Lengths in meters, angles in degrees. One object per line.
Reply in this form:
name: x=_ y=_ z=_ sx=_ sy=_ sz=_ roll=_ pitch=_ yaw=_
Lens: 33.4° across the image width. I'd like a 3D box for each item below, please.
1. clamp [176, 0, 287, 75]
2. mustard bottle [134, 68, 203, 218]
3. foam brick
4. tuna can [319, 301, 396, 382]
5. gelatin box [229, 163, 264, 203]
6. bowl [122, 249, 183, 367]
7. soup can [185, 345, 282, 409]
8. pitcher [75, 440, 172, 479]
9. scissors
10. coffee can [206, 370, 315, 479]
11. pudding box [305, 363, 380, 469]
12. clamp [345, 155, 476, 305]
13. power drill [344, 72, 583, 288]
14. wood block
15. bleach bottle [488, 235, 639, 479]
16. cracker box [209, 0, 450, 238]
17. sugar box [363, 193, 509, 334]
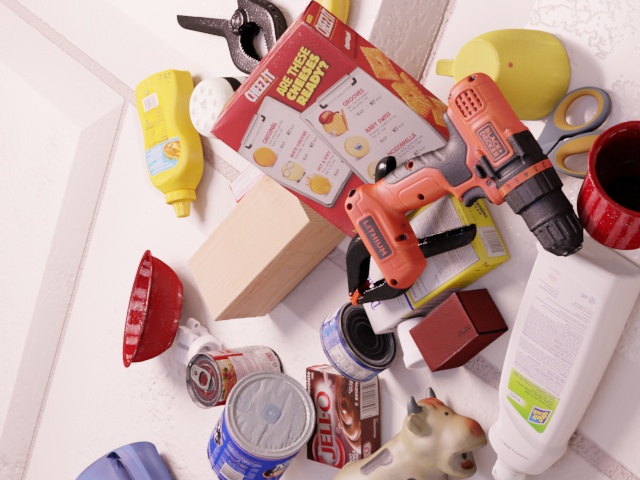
clamp: x=-0.101 y=-0.268 z=1.332 sx=0.165 sy=0.036 sz=0.210 roll=-44 pitch=64 yaw=36
mustard bottle: x=-0.197 y=-0.125 z=1.423 sx=0.096 sy=0.058 sz=0.191 roll=-17 pitch=80 yaw=44
foam brick: x=0.141 y=0.092 z=1.093 sx=0.078 sy=0.051 sz=0.053 roll=-44 pitch=62 yaw=38
tuna can: x=0.042 y=0.110 z=1.170 sx=0.034 sy=0.085 sz=0.086 roll=-38 pitch=65 yaw=38
gelatin box: x=-0.053 y=-0.078 z=1.267 sx=0.089 sy=0.073 sz=0.030 roll=-41 pitch=64 yaw=39
bowl: x=-0.222 y=0.095 z=1.435 sx=0.162 sy=0.055 sz=0.162 roll=-169 pitch=90 yaw=-73
soup can: x=-0.105 y=0.166 z=1.311 sx=0.069 sy=0.102 sz=0.068 roll=3 pitch=94 yaw=45
pitcher: x=-0.223 y=0.394 z=1.422 sx=0.145 sy=0.149 sz=0.243 roll=-43 pitch=63 yaw=10
scissors: x=0.198 y=-0.094 z=1.024 sx=0.202 sy=0.016 sz=0.096 roll=-2 pitch=82 yaw=33
coffee can: x=-0.072 y=0.225 z=1.246 sx=0.103 sy=0.102 sz=0.140 roll=65 pitch=155 yaw=21
pudding box: x=0.025 y=0.204 z=1.224 sx=0.090 sy=0.039 sz=0.113 roll=4 pitch=95 yaw=45
clamp: x=0.069 y=-0.003 z=1.089 sx=0.120 sy=0.039 sz=0.172 roll=52 pitch=128 yaw=10
power drill: x=0.128 y=-0.032 z=0.981 sx=0.188 sy=0.057 sz=0.184 roll=-35 pitch=77 yaw=28
wood block: x=-0.058 y=0.001 z=1.265 sx=0.206 sy=0.090 sz=0.091 roll=-46 pitch=61 yaw=36
bleach bottle: x=0.214 y=0.121 z=1.014 sx=0.103 sy=0.067 sz=0.251 roll=37 pitch=119 yaw=39
cracker box: x=0.023 y=-0.115 z=1.096 sx=0.213 sy=0.072 sz=0.164 roll=37 pitch=123 yaw=-13
sugar box: x=0.109 y=0.021 z=1.127 sx=0.177 sy=0.048 sz=0.093 roll=-39 pitch=65 yaw=43
